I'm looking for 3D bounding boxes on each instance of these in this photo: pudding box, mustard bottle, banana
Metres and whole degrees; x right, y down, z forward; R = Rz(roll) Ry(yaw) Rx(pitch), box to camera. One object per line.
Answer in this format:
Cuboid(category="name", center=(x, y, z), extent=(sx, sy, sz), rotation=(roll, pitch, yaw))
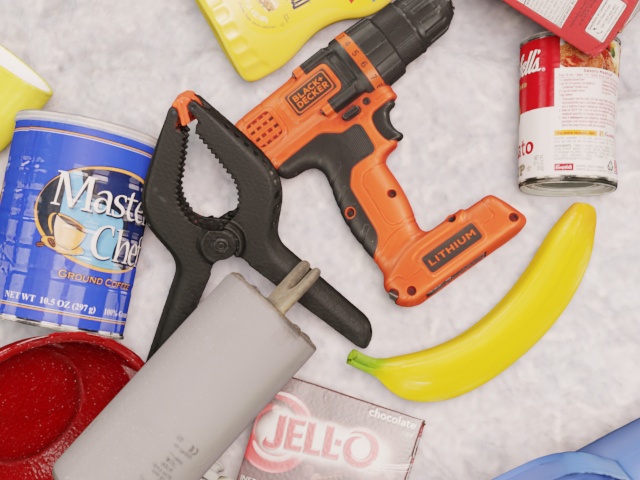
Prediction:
Cuboid(category="pudding box", center=(0.006, 0.148, 0.730), extent=(0.113, 0.039, 0.090), rotation=(16, 85, 8))
Cuboid(category="mustard bottle", center=(0.006, -0.198, 0.756), extent=(0.191, 0.058, 0.096), rotation=(-30, 106, -2))
Cuboid(category="banana", center=(0.117, 0.054, 0.722), extent=(0.197, 0.037, 0.069), rotation=(-34, 111, -3))

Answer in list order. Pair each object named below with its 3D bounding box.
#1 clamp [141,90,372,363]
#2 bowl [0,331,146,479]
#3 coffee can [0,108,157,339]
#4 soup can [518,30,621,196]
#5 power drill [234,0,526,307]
Cuboid(category="clamp", center=(-0.055, 0.001, 0.724), extent=(0.164, 0.036, 0.210), rotation=(-7, 108, 2))
Cuboid(category="bowl", center=(-0.188, 0.122, 0.700), extent=(0.162, 0.162, 0.055), rotation=(-54, 41, -2))
Cuboid(category="coffee can", center=(-0.173, -0.010, 0.737), extent=(0.103, 0.103, 0.140), rotation=(10, 85, 7))
Cuboid(category="soup can", center=(0.169, -0.085, 0.725), extent=(0.068, 0.068, 0.102), rotation=(1, 84, 7))
Cuboid(category="power drill", center=(0.057, -0.063, 0.742), extent=(0.184, 0.057, 0.188), rotation=(-38, 78, 5))
